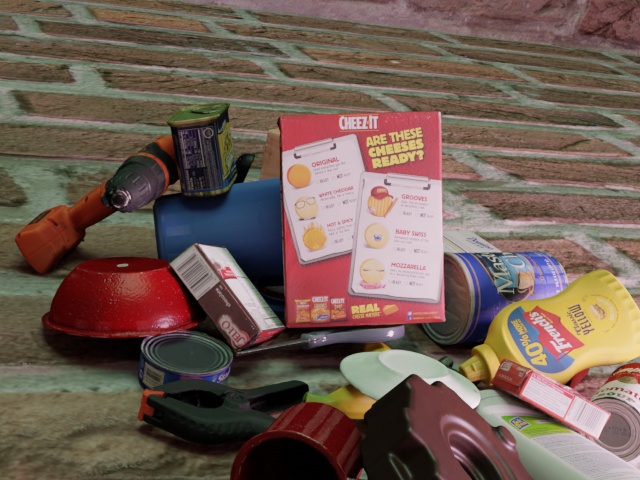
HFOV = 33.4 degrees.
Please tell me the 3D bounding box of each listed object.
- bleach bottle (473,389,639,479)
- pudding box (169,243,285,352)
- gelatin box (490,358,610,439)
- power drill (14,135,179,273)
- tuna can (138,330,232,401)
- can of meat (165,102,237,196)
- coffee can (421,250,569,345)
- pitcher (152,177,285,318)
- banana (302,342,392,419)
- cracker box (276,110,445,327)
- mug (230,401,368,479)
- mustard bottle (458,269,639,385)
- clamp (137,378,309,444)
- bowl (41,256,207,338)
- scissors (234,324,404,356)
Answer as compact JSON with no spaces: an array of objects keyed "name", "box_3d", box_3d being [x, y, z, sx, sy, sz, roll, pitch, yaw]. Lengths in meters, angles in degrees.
[{"name":"bleach bottle","box_3d":[0.206,0.195,0.929,0.102,0.068,0.251,7,16,-34]},{"name":"pudding box","box_3d":[-0.090,0.057,1.062,0.113,0.039,0.090,54,9,11]},{"name":"gelatin box","box_3d":[0.209,0.143,0.975,0.089,0.030,0.073,30,-3,-8]},{"name":"power drill","box_3d":[-0.237,-0.037,1.153,0.188,0.057,0.184,-30,10,18]},{"name":"tuna can","box_3d":[-0.127,0.117,0.996,0.086,0.034,0.086,10,21,-4]},{"name":"can of meat","box_3d":[-0.125,-0.099,1.152,0.057,0.084,0.102,-6,16,6]},{"name":"coffee can","box_3d":[0.194,0.063,1.205,0.140,0.103,0.103,0,24,-29]},{"name":"pitcher","box_3d":[-0.058,0.001,1.178,0.242,0.145,0.149,-6,19,-7]},{"name":"banana","box_3d":[0.048,0.132,1.019,0.070,0.037,0.197,30,16,13]},{"name":"cracker box","box_3d":[0.041,-0.022,1.093,0.164,0.214,0.072,-2,3,-5]},{"name":"mug","box_3d":[-0.001,0.176,0.824,0.117,0.093,0.081,0,12,17]},{"name":"mustard bottle","box_3d":[0.228,0.102,1.078,0.191,0.058,0.096,-19,64,-14]},{"name":"clamp","box_3d":[-0.073,0.148,0.940,0.171,0.039,0.120,15,13,-11]},{"name":"bowl","box_3d":[-0.193,0.050,1.052,0.162,0.055,0.162,0,9,0]},{"name":"scissors","box_3d":[0.011,0.098,1.054,0.096,0.016,0.201,-3,3,31]}]
